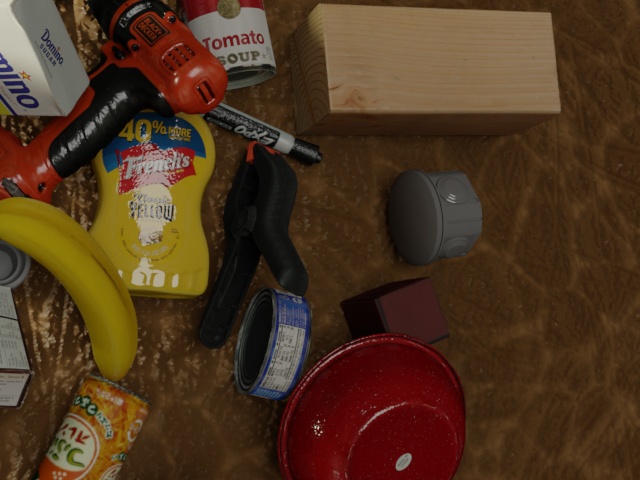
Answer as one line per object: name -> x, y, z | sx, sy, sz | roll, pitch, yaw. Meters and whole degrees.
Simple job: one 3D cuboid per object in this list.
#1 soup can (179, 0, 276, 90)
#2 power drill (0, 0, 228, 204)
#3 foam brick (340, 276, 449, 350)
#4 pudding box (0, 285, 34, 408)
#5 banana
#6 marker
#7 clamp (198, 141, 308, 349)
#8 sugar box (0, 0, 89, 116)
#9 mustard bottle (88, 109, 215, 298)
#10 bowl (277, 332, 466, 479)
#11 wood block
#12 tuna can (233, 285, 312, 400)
soup can -> -0.077, -0.178, 0.861 | 0.068, 0.069, 0.102 | -10, 87, -20
power drill -> -0.179, -0.111, 0.791 | 0.187, 0.185, 0.057 | -40, 137, -5
foam brick -> 0.060, 0.064, 0.872 | 0.051, 0.078, 0.053 | -21, 93, -21
pudding box -> -0.255, 0.066, 0.708 | 0.113, 0.039, 0.090 | 8, 36, -33
banana -> -0.176, 0.031, 0.763 | 0.197, 0.070, 0.037 | 57, 31, -37
marker -> -0.053, -0.091, 0.883 | 0.121, 0.020, 0.020 | 23, 76, -15
clamp -> -0.055, 0.001, 0.835 | 0.039, 0.120, 0.171 | 33, 37, -32
sugar box -> -0.257, -0.133, 0.733 | 0.176, 0.093, 0.048 | 5, 48, 22
mustard bottle -> -0.131, -0.053, 0.832 | 0.096, 0.058, 0.191 | 5, 81, -12
bowl -> 0.051, 0.155, 0.811 | 0.162, 0.055, 0.162 | -6, 106, -20
wood block -> 0.087, -0.140, 0.900 | 0.205, 0.090, 0.091 | -2, 84, -19
tuna can -> -0.037, 0.080, 0.832 | 0.033, 0.086, 0.086 | 15, 79, -19
